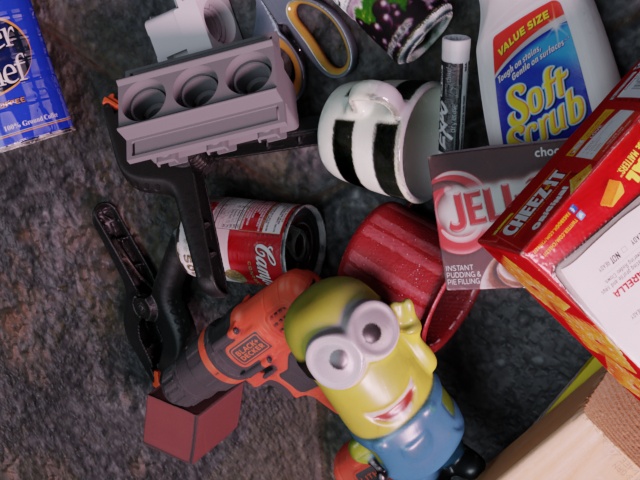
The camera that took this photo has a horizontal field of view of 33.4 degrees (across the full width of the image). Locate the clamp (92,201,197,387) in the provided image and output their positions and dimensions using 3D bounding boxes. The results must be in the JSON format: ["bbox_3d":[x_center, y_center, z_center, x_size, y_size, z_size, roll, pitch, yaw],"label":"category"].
[{"bbox_3d":[-0.138,0.048,0.927,0.120,0.039,0.171,4,114,47],"label":"clamp"}]

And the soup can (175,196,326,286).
[{"bbox_3d":[-0.056,0.001,0.851,0.102,0.068,0.068,6,109,27],"label":"soup can"}]

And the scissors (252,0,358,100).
[{"bbox_3d":[-0.054,-0.188,0.817,0.202,0.016,0.096,46,123,9],"label":"scissors"}]

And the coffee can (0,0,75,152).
[{"bbox_3d":[-0.280,-0.146,0.907,0.103,0.102,0.140,-11,101,32],"label":"coffee can"}]

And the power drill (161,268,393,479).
[{"bbox_3d":[-0.015,0.124,0.841,0.187,0.057,0.185,41,129,-15],"label":"power drill"}]

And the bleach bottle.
[{"bbox_3d":[0.146,-0.101,0.708,0.103,0.068,0.251,-15,97,32],"label":"bleach bottle"}]

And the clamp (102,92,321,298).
[{"bbox_3d":[-0.101,-0.057,0.837,0.210,0.036,0.164,25,77,29],"label":"clamp"}]

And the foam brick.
[{"bbox_3d":[-0.110,0.148,0.927,0.053,0.078,0.051,18,114,21],"label":"foam brick"}]

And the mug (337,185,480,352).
[{"bbox_3d":[0.072,0.013,0.778,0.082,0.093,0.117,30,93,23],"label":"mug"}]

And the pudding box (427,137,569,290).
[{"bbox_3d":[0.129,-0.017,0.678,0.114,0.039,0.090,-5,99,31],"label":"pudding box"}]

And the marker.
[{"bbox_3d":[0.090,-0.080,0.731,0.020,0.020,0.121,13,118,25],"label":"marker"}]
